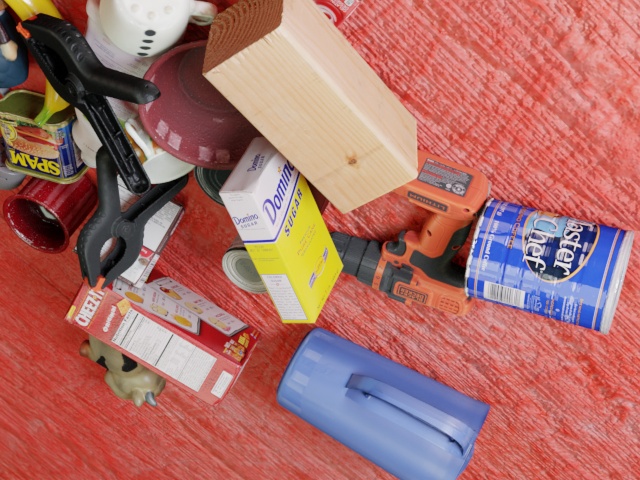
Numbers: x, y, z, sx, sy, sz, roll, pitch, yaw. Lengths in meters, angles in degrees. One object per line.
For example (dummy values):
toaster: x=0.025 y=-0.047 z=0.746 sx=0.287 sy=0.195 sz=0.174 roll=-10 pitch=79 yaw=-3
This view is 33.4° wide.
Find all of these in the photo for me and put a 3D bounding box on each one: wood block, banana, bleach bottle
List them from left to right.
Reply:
banana: x=-0.303 y=-0.218 z=1.143 sx=0.037 sy=0.069 sz=0.198 roll=34 pitch=145 yaw=50
bleach bottle: x=-0.225 y=-0.163 z=1.150 sx=0.102 sy=0.068 sz=0.251 roll=34 pitch=141 yaw=-3
wood block: x=-0.005 y=-0.131 z=0.982 sx=0.091 sy=0.090 sz=0.206 roll=-26 pitch=129 yaw=27

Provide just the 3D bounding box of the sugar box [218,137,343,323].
sugar box: x=-0.036 y=-0.010 z=1.085 sx=0.048 sy=0.093 sz=0.176 roll=0 pitch=131 yaw=27

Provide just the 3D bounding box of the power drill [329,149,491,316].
power drill: x=0.090 y=-0.011 z=1.118 sx=0.184 sy=0.057 sz=0.188 roll=19 pitch=141 yaw=8

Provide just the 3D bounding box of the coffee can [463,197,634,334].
coffee can: x=0.222 y=0.024 z=1.037 sx=0.140 sy=0.102 sz=0.103 roll=15 pitch=137 yaw=18

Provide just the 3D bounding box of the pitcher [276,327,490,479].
pitcher: x=0.074 y=0.201 z=1.282 sx=0.243 sy=0.144 sz=0.149 roll=27 pitch=118 yaw=9

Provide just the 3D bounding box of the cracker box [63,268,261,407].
cracker box: x=-0.189 y=0.107 z=1.317 sx=0.213 sy=0.164 sz=0.072 roll=30 pitch=101 yaw=0

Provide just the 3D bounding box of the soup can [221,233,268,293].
soup can: x=-0.058 y=0.001 z=1.182 sx=0.068 sy=0.102 sz=0.068 roll=17 pitch=137 yaw=16

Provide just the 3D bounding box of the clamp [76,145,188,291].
clamp: x=-0.218 y=-0.023 z=1.210 sx=0.039 sy=0.120 sz=0.171 roll=42 pitch=118 yaw=50

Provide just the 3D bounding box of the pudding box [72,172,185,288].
pudding box: x=-0.227 y=-0.013 z=1.266 sx=0.090 sy=0.113 sz=0.039 roll=30 pitch=174 yaw=2

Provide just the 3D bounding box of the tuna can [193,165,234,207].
tuna can: x=-0.097 y=-0.075 z=1.181 sx=0.086 sy=0.033 sz=0.086 roll=17 pitch=137 yaw=16

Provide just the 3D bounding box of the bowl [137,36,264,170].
bowl: x=-0.100 y=-0.148 z=1.072 sx=0.162 sy=0.055 sz=0.162 roll=0 pitch=135 yaw=0

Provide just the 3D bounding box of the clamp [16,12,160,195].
clamp: x=-0.233 y=-0.149 z=1.078 sx=0.210 sy=0.036 sz=0.165 roll=42 pitch=147 yaw=22

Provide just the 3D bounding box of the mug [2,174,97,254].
mug: x=-0.338 y=-0.042 z=1.321 sx=0.117 sy=0.081 sz=0.093 roll=-11 pitch=124 yaw=37

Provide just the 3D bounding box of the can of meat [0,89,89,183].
can of meat: x=-0.326 y=-0.123 z=1.255 sx=0.102 sy=0.057 sz=0.084 roll=15 pitch=134 yaw=16
